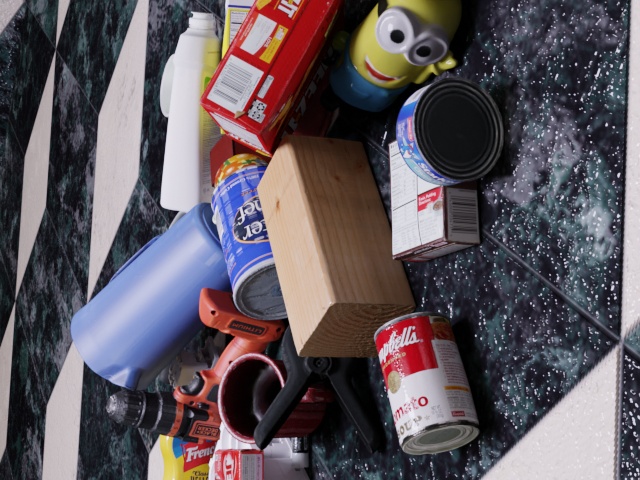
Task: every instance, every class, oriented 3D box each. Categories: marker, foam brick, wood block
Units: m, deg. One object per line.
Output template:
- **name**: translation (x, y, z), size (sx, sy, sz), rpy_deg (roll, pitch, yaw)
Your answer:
- **marker**: translation (-0.022, 0.185, 1.162), size (0.020, 0.020, 0.121), rpy_deg (-20, 68, 62)
- **foam brick**: translation (-0.100, -0.101, 1.330), size (0.078, 0.052, 0.051), rpy_deg (-39, 52, 57)
- **wood block**: translation (0.010, 0.004, 1.047), size (0.091, 0.090, 0.206), rpy_deg (121, 143, -45)

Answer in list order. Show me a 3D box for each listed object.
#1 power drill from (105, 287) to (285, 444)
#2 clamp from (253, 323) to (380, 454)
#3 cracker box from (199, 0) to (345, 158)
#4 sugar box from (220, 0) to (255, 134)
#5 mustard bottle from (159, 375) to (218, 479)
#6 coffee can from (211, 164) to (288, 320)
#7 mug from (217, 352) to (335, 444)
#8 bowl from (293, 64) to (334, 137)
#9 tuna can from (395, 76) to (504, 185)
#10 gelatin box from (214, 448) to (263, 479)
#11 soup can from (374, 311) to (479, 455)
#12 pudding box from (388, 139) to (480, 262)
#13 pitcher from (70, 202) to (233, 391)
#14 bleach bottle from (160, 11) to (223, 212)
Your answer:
- **power drill**: translation (-0.136, 0.149, 1.238), size (0.188, 0.184, 0.057), rpy_deg (-64, 32, 20)
- **clamp**: translation (0.009, 0.133, 1.050), size (0.039, 0.120, 0.171), rpy_deg (99, -177, -64)
- **cracker box**: translation (-0.039, -0.174, 1.050), size (0.164, 0.072, 0.213), rpy_deg (-61, -2, -1)
- **sugar box**: translation (-0.101, -0.229, 1.327), size (0.093, 0.048, 0.176), rpy_deg (118, 151, -74)
- **mustard bottle**: translation (-0.153, 0.261, 1.329), size (0.058, 0.096, 0.191), rpy_deg (-9, 78, 64)
- **coffee can**: translation (-0.058, 0.001, 1.170), size (0.103, 0.102, 0.140), rpy_deg (-61, 35, 41)
- **mug**: translation (-0.037, 0.164, 1.111), size (0.117, 0.081, 0.093), rpy_deg (-13, 74, 36)
- **bowl**: translation (-0.040, -0.171, 1.217), size (0.162, 0.055, 0.162), rpy_deg (-20, 67, 62)
- **tuna can**: translation (0.105, -0.088, 0.872), size (0.034, 0.086, 0.086), rpy_deg (167, 106, -65)
- **gelatin box**: translation (-0.087, 0.265, 1.129), size (0.073, 0.030, 0.089), rpy_deg (-21, 67, 61)
- **soup can**: translation (0.088, 0.120, 0.893), size (0.069, 0.068, 0.102), rpy_deg (-52, 42, 49)
- **pudding box**: translation (0.098, -0.044, 0.935), size (0.090, 0.039, 0.113), rpy_deg (-24, 63, 61)
- **pitcher**: translation (-0.192, 0.060, 1.337), size (0.243, 0.144, 0.149), rpy_deg (-43, 84, 21)
- **bleach bottle**: translation (-0.158, -0.167, 1.381), size (0.102, 0.068, 0.251), rpy_deg (-35, -48, -69)
